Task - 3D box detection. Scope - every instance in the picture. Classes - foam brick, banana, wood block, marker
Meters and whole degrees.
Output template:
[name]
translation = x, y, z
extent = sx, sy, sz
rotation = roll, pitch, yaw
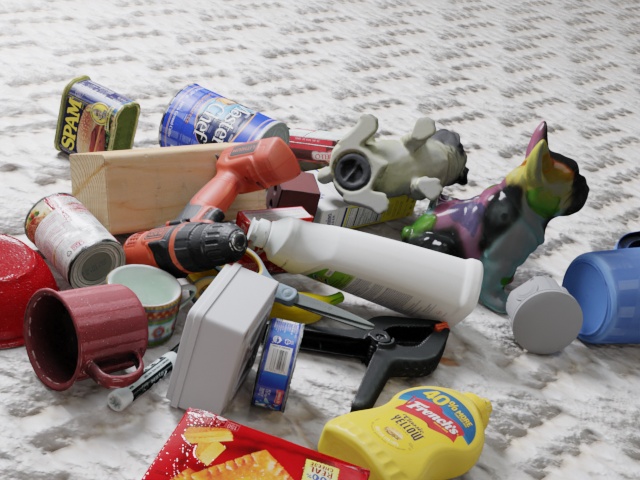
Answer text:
[foam brick]
translation = -0.037, -0.040, 1.297
extent = 0.051, 0.078, 0.053
rotation = 8, 29, -17
[banana]
translation = -0.076, 0.052, 1.158
extent = 0.198, 0.037, 0.069
rotation = 19, 22, 8
[wood block]
translation = -0.173, -0.063, 1.229
extent = 0.205, 0.090, 0.091
rotation = -8, 9, -37
[marker]
translation = -0.156, 0.125, 1.003
extent = 0.020, 0.020, 0.120
rotation = 25, 30, 18

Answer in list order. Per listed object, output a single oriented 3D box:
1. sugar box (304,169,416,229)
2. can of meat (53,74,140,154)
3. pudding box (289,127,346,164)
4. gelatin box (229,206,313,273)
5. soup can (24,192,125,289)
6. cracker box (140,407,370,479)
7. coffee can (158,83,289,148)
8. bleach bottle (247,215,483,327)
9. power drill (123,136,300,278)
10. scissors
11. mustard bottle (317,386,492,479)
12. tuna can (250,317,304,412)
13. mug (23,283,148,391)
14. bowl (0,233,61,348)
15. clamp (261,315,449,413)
[sugar box]
translation = 0.035, -0.057, 1.400
extent = 0.175, 0.048, 0.093
rotation = -14, 41, -37
[can of meat]
translation = -0.280, -0.144, 1.344
extent = 0.084, 0.102, 0.057
rotation = 26, 29, 16
[pudding box]
translation = -0.006, -0.130, 1.474
extent = 0.090, 0.039, 0.113
rotation = 10, 13, 15
[gelatin box]
translation = -0.058, 0.002, 1.216
extent = 0.089, 0.073, 0.030
rotation = -6, 34, -34
[soup can]
translation = -0.258, 0.003, 1.122
extent = 0.068, 0.068, 0.102
rotation = -11, 38, -40
[cracker box]
translation = -0.068, 0.230, 0.799
extent = 0.164, 0.072, 0.213
rotation = 19, 29, 7
[coffee can]
translation = -0.126, -0.133, 1.396
extent = 0.140, 0.103, 0.102
rotation = 26, 30, 20
[bleach bottle]
translation = 0.043, 0.025, 1.167
extent = 0.250, 0.103, 0.068
rotation = 19, 65, -10
[power drill]
translation = -0.103, -0.034, 1.123
extent = 0.185, 0.057, 0.187
rotation = -5, 34, 46
[scissors]
translation = -0.051, 0.067, 1.100
extent = 0.202, 0.016, 0.096
rotation = 33, 61, 24
[mustard bottle]
translation = 0.095, 0.180, 0.984
extent = 0.191, 0.058, 0.096
rotation = -14, 41, -43
[tuna can]
translation = -0.040, 0.116, 1.004
extent = 0.034, 0.086, 0.086
rotation = 13, 28, 0
[mug]
translation = -0.204, 0.091, 0.970
extent = 0.081, 0.093, 0.117
rotation = -9, 40, -46
[bowl]
translation = -0.327, 0.037, 1.040
extent = 0.162, 0.055, 0.162
rotation = 11, 28, -6
[clamp]
translation = 0.049, 0.111, 1.110
extent = 0.209, 0.036, 0.165
rotation = -15, 37, -44
